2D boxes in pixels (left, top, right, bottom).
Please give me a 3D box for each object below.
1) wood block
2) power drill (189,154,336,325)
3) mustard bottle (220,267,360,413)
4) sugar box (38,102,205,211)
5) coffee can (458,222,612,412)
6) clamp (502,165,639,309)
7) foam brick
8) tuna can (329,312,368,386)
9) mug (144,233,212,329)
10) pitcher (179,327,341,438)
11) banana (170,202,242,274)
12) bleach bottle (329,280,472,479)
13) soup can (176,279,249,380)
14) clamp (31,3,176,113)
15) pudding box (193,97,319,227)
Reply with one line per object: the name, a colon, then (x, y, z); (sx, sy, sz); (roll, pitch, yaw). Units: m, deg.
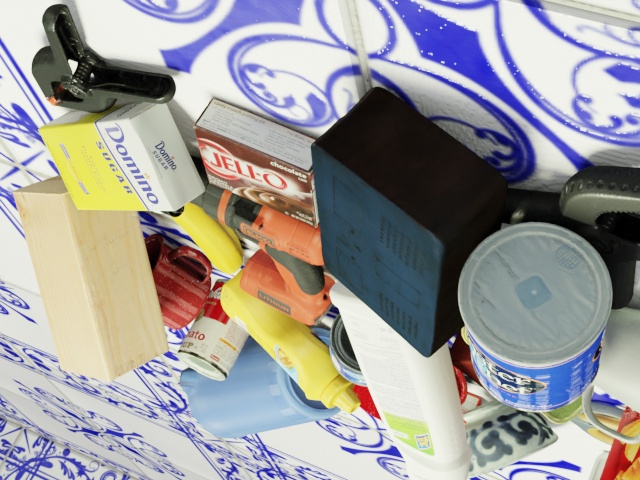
wood block: (-0.241, 0.034, 1.136); (0.091, 0.090, 0.206); (5, 113, 42)
power drill: (-0.057, 0.001, 1.034); (0.185, 0.057, 0.187); (27, 160, 21)
mustard bottle: (-0.027, 0.116, 1.161); (0.192, 0.058, 0.096); (44, 166, 23)
sugar box: (-0.187, -0.075, 0.985); (0.177, 0.048, 0.093); (4, 123, 52)
coffee can: (0.157, 0.060, 0.784); (0.103, 0.102, 0.140); (19, 163, 18)
clamp: (0.206, -0.005, 0.755); (0.164, 0.036, 0.210); (33, 161, -16)
foam brick: (0.172, 0.113, 1.028); (0.078, 0.053, 0.051); (37, 156, -25)
tuna can: (0.051, 0.105, 1.101); (0.086, 0.086, 0.034); (22, 155, 14)
mug: (-0.173, 0.046, 1.238); (0.081, 0.093, 0.117); (35, 125, -29)
pitcher: (-0.052, 0.177, 1.337); (0.145, 0.149, 0.243); (58, 148, -8)
banana: (-0.127, -0.014, 1.107); (0.070, 0.037, 0.197); (13, 154, 31)
bleach bottle: (0.088, 0.150, 1.036); (0.103, 0.068, 0.251); (11, 125, 48)
soup can: (-0.119, 0.107, 1.274); (0.068, 0.102, 0.068); (23, 158, 10)
clamp: (-0.207, -0.148, 0.906); (0.120, 0.039, 0.172); (43, 153, -29)
pudding box: (-0.047, -0.065, 0.905); (0.113, 0.039, 0.090); (21, 156, 15)
